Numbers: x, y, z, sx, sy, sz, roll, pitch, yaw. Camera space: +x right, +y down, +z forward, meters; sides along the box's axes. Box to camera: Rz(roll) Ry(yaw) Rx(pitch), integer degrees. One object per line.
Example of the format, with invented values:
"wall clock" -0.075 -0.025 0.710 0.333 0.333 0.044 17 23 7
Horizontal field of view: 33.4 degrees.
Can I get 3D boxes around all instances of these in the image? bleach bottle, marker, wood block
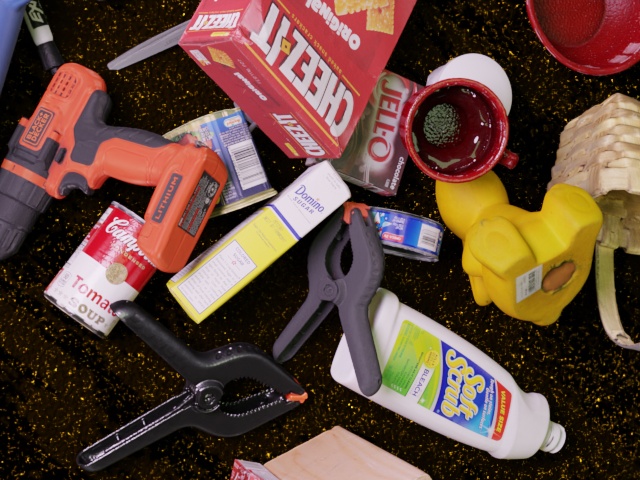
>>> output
"bleach bottle" 0.139 0.142 1.047 0.250 0.068 0.102 27 83 -19
"marker" -0.253 -0.203 0.931 0.020 0.020 0.121 -23 98 -17
"wood block" 0.032 0.239 0.935 0.090 0.206 0.091 -26 99 -17

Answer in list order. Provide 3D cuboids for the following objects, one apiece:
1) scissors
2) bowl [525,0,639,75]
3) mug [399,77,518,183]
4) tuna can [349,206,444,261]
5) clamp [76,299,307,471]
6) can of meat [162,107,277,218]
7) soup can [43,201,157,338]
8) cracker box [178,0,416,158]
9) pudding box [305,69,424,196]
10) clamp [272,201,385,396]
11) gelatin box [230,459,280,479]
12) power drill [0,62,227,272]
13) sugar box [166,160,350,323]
"scissors" -0.090 -0.192 0.983 0.202 0.016 0.096 -38 132 5
"bowl" 0.267 -0.245 1.085 0.162 0.055 0.162 0 91 -18
"mug" 0.128 -0.098 0.977 0.117 0.081 0.093 24 97 -8
"tuna can" 0.073 -0.006 1.008 0.086 0.086 0.034 15 85 -18
"clamp" -0.109 0.125 0.955 0.209 0.036 0.165 -2 115 -25
"can of meat" -0.093 -0.066 0.944 0.057 0.102 0.084 -23 96 -33
"soup can" -0.185 0.026 0.933 0.068 0.069 0.102 39 80 -15
"cracker box" -0.005 -0.203 0.922 0.164 0.072 0.213 44 63 -40
"pudding box" 0.044 -0.110 1.021 0.090 0.039 0.113 20 85 -19
"clamp" 0.024 0.054 0.966 0.039 0.120 0.171 -5 115 -57
"gelatin box" -0.064 0.244 0.965 0.030 0.089 0.073 15 86 -18
"power drill" -0.185 -0.042 0.889 0.188 0.057 0.184 24 85 21
"sugar box" -0.056 0.001 0.952 0.176 0.093 0.048 -37 96 -8
